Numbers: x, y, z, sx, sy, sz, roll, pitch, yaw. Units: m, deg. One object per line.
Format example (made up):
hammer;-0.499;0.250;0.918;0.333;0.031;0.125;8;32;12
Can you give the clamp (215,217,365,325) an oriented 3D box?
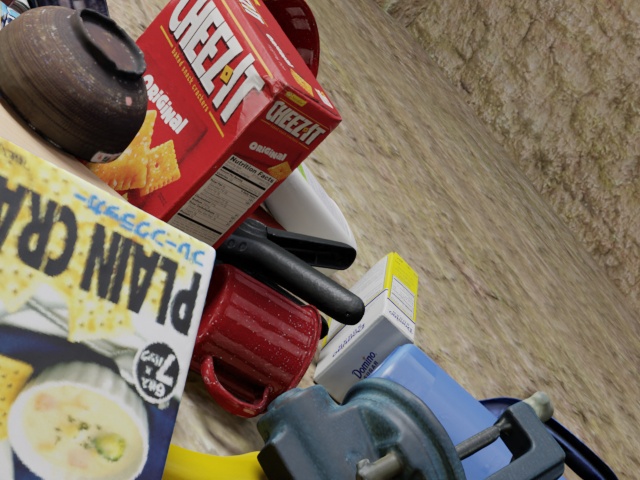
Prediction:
clamp;-0.056;0.001;0.899;0.210;0.036;0.164;23;13;0

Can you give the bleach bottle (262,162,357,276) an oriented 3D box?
bleach bottle;-0.042;-0.064;1.045;0.103;0.068;0.250;61;3;39

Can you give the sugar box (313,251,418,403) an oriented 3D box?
sugar box;0.047;0.080;1.012;0.048;0.093;0.176;42;18;-10

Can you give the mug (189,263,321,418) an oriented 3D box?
mug;-0.060;0.078;0.785;0.081;0.093;0.117;33;38;-23

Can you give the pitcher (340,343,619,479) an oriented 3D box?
pitcher;0.126;0.195;0.859;0.243;0.145;0.149;45;15;8

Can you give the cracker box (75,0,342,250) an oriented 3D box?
cracker box;-0.108;-0.078;0.801;0.072;0.214;0.164;26;26;-47

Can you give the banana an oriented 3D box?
banana;-0.080;0.141;0.667;0.197;0.037;0.070;29;24;-43
